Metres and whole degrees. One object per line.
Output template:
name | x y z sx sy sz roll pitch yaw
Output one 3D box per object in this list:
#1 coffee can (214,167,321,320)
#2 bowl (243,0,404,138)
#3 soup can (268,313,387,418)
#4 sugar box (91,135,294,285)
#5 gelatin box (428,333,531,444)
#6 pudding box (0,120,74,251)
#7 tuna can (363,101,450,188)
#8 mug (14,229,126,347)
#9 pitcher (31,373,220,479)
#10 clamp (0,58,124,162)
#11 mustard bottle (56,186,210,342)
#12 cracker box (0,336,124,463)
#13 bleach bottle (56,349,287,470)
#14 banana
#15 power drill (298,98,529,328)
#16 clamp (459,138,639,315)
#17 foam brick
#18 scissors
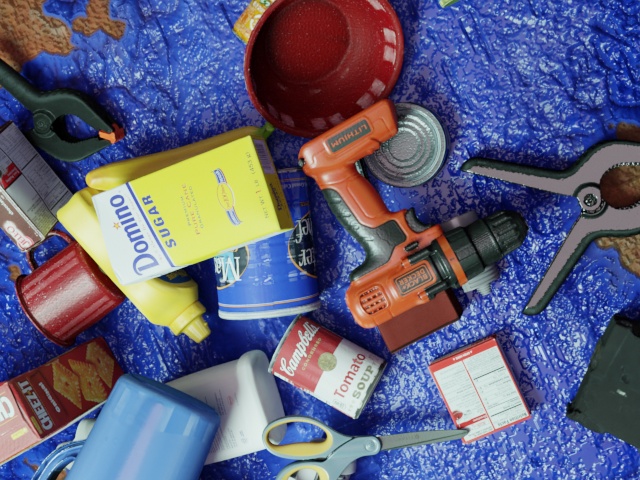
coffee can | -0.057 0.001 1.060 0.103 0.102 0.140 -5 94 13
bowl | -0.003 -0.183 1.031 0.162 0.055 0.162 -10 123 -16
soup can | 0.008 0.127 1.075 0.102 0.068 0.068 28 101 8
sugar box | -0.121 -0.026 0.998 0.176 0.048 0.093 -20 86 17
gelatin box | 0.159 0.148 1.062 0.073 0.030 0.089 -25 90 13
pudding box | -0.313 -0.057 1.101 0.039 0.090 0.113 -27 110 24
tuna can | 0.084 -0.094 1.053 0.086 0.033 0.086 1 96 13
mug | -0.264 0.042 1.121 0.081 0.093 0.117 -36 77 9
pitcher | -0.200 0.252 1.023 0.149 0.145 0.243 26 84 -16
clamp | -0.293 -0.137 1.129 0.171 0.039 0.120 3 115 10
mustard bottle | -0.181 0.028 1.094 0.058 0.096 0.191 -42 85 11
cracker box | -0.311 0.180 1.078 0.164 0.213 0.072 -31 88 14
bleach bottle | -0.167 0.194 1.125 0.251 0.068 0.102 -16 92 16
banana | -0.136 -0.084 1.083 0.198 0.069 0.037 -18 68 3
power drill | 0.078 -0.035 1.001 0.184 0.057 0.188 -28 84 2
clamp | 0.248 -0.045 1.019 0.210 0.036 0.164 -30 89 12
foam brick | 0.095 0.069 1.057 0.078 0.053 0.051 -29 89 13
scissors | 0.040 0.220 1.051 0.202 0.016 0.096 8 88 2
